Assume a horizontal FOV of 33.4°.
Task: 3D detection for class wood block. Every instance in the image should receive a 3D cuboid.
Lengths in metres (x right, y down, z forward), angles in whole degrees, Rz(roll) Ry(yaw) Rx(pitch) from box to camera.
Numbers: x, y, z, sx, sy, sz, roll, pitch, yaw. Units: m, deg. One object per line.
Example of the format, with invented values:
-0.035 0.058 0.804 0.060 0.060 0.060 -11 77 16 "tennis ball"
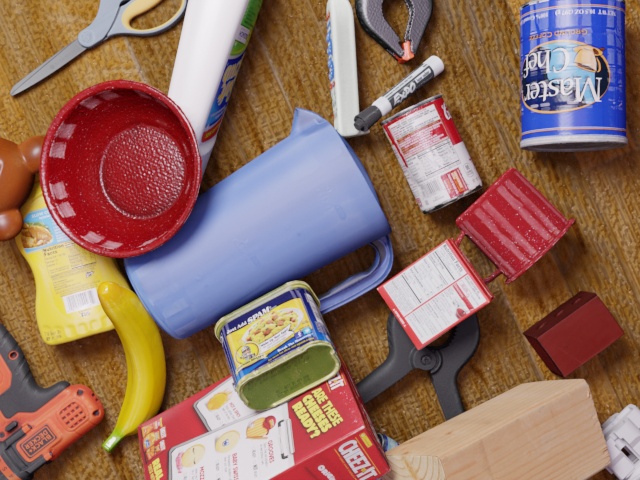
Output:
0.166 0.207 1.001 0.205 0.090 0.091 -17 91 -37 "wood block"

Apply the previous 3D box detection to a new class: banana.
-0.181 0.118 1.035 0.037 0.069 0.198 22 123 30 "banana"

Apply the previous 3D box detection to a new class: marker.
0.077 -0.145 1.062 0.121 0.020 0.020 -40 91 -25 "marker"

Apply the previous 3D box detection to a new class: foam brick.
0.254 0.093 1.072 0.078 0.053 0.051 -35 91 -2 "foam brick"

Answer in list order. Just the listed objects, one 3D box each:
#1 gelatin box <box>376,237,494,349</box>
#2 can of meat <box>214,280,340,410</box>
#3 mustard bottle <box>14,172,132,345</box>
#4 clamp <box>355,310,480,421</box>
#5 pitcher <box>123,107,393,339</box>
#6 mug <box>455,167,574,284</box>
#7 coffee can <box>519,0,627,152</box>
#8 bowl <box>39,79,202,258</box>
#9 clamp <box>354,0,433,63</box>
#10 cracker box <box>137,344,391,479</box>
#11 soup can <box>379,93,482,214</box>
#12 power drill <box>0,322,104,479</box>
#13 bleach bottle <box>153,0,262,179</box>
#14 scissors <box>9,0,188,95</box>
0.112 0.051 1.035 0.089 0.030 0.073 -36 83 16 "gelatin box"
-0.039 0.099 0.986 0.102 0.084 0.057 -28 132 3 "can of meat"
-0.250 0.001 1.054 0.096 0.058 0.191 -15 90 -5 "mustard bottle"
0.094 0.121 1.075 0.164 0.036 0.210 10 92 -1 "clamp"
-0.057 0.001 1.030 0.243 0.145 0.149 -31 58 2 "pitcher"
0.180 -0.009 1.053 0.117 0.093 0.081 -44 87 0 "mug"
0.248 -0.161 1.048 0.103 0.103 0.140 -1 90 -2 "coffee can"
-0.175 -0.065 0.987 0.162 0.055 0.162 0 91 16 "bowl"
0.077 -0.269 1.075 0.120 0.039 0.171 -22 97 3 "clamp"
-0.058 0.195 0.999 0.214 0.164 0.072 -29 123 3 "cracker box"
0.111 -0.085 1.061 0.068 0.068 0.102 -25 91 -2 "soup can"
-0.336 0.157 1.053 0.184 0.057 0.187 -37 94 -5 "power drill"
-0.116 -0.152 1.049 0.068 0.102 0.251 17 98 4 "bleach bottle"
-0.234 -0.225 1.077 0.201 0.016 0.096 -21 89 -2 "scissors"
